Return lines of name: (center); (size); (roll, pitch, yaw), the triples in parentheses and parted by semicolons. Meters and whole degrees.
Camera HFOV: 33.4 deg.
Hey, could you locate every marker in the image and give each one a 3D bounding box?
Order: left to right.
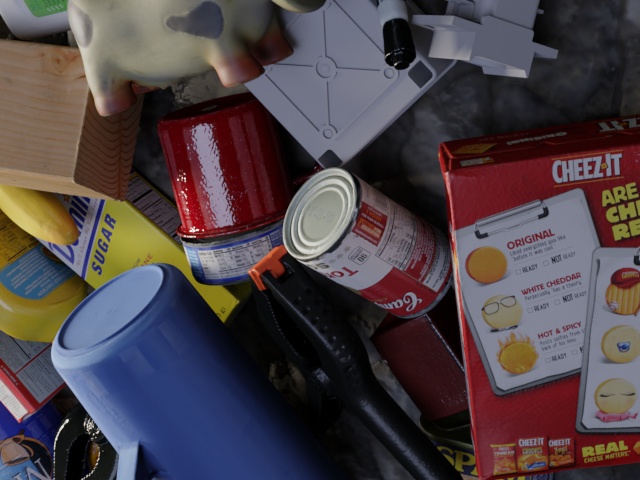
marker: (0.040, -0.155, 0.640); (0.020, 0.020, 0.121); (-23, 62, 32)

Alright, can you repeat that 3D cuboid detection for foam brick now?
foam brick: (0.084, 0.080, 0.761); (0.051, 0.052, 0.078); (-30, 98, 33)

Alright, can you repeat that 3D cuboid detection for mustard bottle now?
mustard bottle: (-0.246, 0.024, 0.861); (0.191, 0.096, 0.058); (46, 120, -2)

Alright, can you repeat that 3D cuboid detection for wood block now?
wood block: (-0.241, -0.090, 0.753); (0.206, 0.090, 0.091); (8, 85, 13)

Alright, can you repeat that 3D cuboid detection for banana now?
banana: (-0.244, -0.073, 0.817); (0.070, 0.037, 0.198); (-35, 76, 44)

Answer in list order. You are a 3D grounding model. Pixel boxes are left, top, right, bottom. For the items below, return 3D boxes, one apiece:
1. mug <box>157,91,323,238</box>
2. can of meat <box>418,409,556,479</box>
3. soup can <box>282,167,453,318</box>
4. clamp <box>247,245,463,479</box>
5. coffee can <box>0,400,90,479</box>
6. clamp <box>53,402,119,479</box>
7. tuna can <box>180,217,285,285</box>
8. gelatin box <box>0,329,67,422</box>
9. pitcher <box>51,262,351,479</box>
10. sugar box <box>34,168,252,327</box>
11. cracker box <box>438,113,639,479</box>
mug: (-0.054, -0.058, 0.744); (0.117, 0.093, 0.081); (-14, 105, -3)
can of meat: (0.123, 0.167, 0.784); (0.102, 0.057, 0.084); (11, 121, 20)
soup can: (0.033, 0.002, 0.708); (0.069, 0.068, 0.102); (-30, 137, 33)
clamp: (0.016, 0.093, 0.739); (0.165, 0.036, 0.210); (23, 148, 47)
coffee can: (-0.270, 0.188, 0.950); (0.103, 0.102, 0.140); (-29, 99, 33)
clamp: (-0.165, 0.152, 0.878); (0.120, 0.039, 0.171); (27, 101, 35)
tuna can: (-0.055, 0.001, 0.766); (0.086, 0.086, 0.034); (-6, 109, 27)
gelatin box: (-0.244, 0.099, 0.902); (0.030, 0.089, 0.073); (-35, 96, 35)
pitcher: (-0.088, 0.145, 0.770); (0.145, 0.149, 0.242); (-34, 114, -2)
sugar box: (-0.140, 0.011, 0.836); (0.176, 0.048, 0.093); (38, 124, 2)
cracker box: (0.166, 0.035, 0.663); (0.164, 0.072, 0.214); (-8, 112, 4)
